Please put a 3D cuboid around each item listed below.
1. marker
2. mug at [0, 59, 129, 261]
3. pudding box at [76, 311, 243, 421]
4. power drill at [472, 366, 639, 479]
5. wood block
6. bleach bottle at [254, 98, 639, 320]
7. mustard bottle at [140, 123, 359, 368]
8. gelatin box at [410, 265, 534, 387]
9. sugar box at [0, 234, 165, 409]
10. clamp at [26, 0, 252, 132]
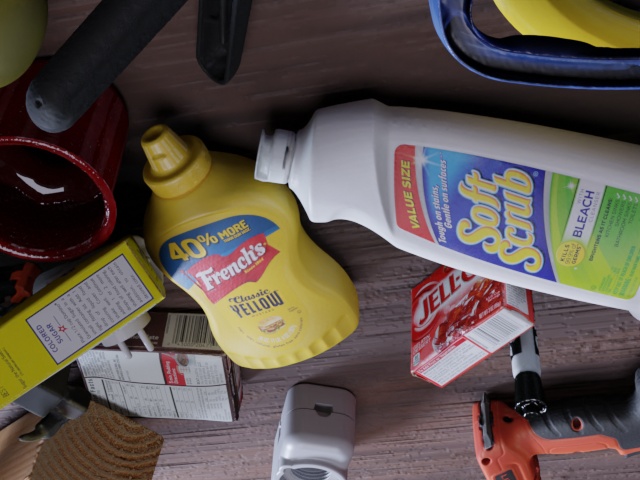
[{"bbox_3d":[0.127,0.060,0.667,0.020,0.121,0.020,2,136,2],"label":"marker"},{"bbox_3d":[-0.153,-0.040,0.614,0.093,0.081,0.117,-4,135,8],"label":"mug"},{"bbox_3d":[-0.117,0.092,0.778,0.113,0.039,0.090,3,139,5],"label":"pudding box"},{"bbox_3d":[0.221,0.157,0.808,0.188,0.057,0.184,-17,128,17],"label":"power drill"},{"bbox_3d":[-0.220,0.199,0.830,0.090,0.090,0.207,31,141,-24],"label":"wood block"},{"bbox_3d":[0.086,-0.022,0.620,0.250,0.068,0.103,9,115,-3],"label":"bleach bottle"},{"bbox_3d":[-0.054,0.001,0.666,0.096,0.058,0.191,-18,131,18],"label":"mustard bottle"},{"bbox_3d":[0.095,0.042,0.686,0.030,0.073,0.089,30,131,-23],"label":"gelatin box"},{"bbox_3d":[-0.174,0.062,0.623,0.176,0.093,0.048,-33,96,-6],"label":"sugar box"},{"bbox_3d":[-0.042,-0.144,0.496,0.036,0.164,0.210,38,111,9],"label":"clamp"}]
